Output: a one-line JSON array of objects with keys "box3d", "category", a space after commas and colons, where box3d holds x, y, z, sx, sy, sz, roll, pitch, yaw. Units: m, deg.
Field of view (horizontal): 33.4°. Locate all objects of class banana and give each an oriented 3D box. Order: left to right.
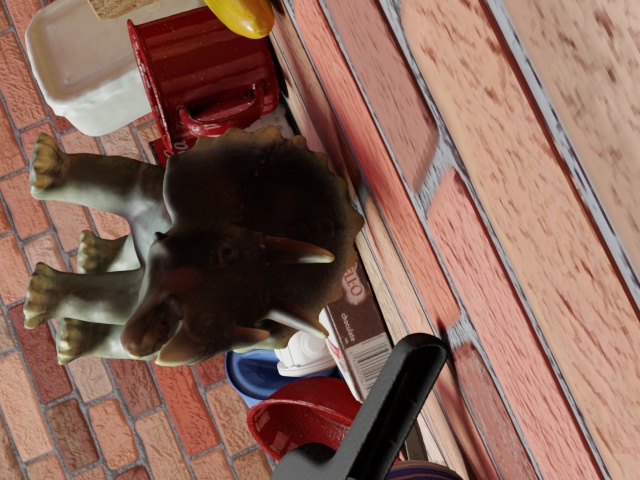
[{"box3d": [-0.073, -0.189, 0.625, 0.069, 0.037, 0.198, 81, 165, -74], "category": "banana"}]

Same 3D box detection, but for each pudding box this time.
[{"box3d": [0.016, 0.047, 0.756, 0.090, 0.039, 0.113, -125, 15, -68], "category": "pudding box"}]

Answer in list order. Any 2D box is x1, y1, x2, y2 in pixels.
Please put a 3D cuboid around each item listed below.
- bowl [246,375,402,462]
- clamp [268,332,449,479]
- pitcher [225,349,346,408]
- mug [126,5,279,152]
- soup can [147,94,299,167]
[{"box3d": [0.012, 0.180, 1.031, 0.162, 0.162, 0.055, 71, -145, -46], "category": "bowl"}, {"box3d": [0.011, 0.137, 0.548, 0.210, 0.036, 0.164, -23, 62, 61], "category": "clamp"}, {"box3d": [-0.013, 0.183, 1.204, 0.242, 0.145, 0.149, 67, -164, -44], "category": "pitcher"}, {"box3d": [-0.074, -0.108, 0.715, 0.117, 0.081, 0.093, -119, 14, -47], "category": "mug"}, {"box3d": [-0.066, -0.060, 0.780, 0.068, 0.102, 0.068, 158, 89, -86], "category": "soup can"}]
